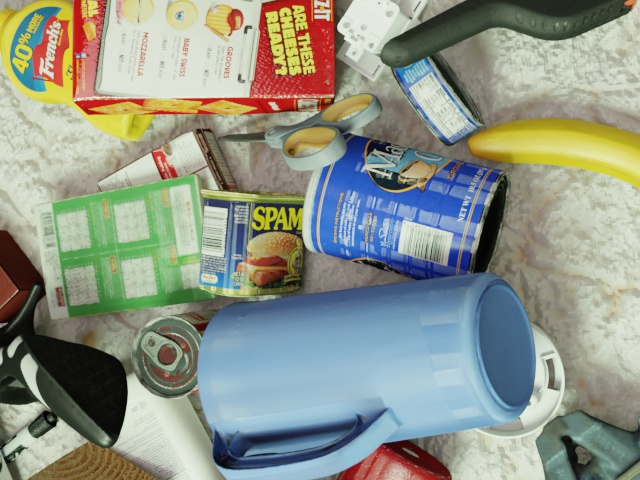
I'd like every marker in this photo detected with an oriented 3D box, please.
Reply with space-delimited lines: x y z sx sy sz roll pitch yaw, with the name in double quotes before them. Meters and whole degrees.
"marker" -0.296 0.200 1.018 0.121 0.020 0.020 -38 78 15

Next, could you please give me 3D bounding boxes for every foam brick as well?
"foam brick" -0.307 0.034 1.006 0.053 0.051 0.078 -42 77 15

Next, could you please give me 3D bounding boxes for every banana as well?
"banana" 0.215 -0.061 0.827 0.198 0.069 0.037 23 141 22

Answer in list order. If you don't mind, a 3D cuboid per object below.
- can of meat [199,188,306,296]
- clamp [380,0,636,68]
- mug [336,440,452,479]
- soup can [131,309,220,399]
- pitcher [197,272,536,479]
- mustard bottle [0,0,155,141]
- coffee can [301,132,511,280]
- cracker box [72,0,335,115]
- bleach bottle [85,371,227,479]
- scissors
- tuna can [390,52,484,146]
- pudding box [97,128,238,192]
"can of meat" -0.056 0.001 0.895 0.058 0.101 0.084 8 95 35
"clamp" 0.142 -0.189 0.829 0.210 0.036 0.164 8 59 4
"mug" 0.058 0.208 0.853 0.093 0.117 0.081 27 94 -24
"soup can" -0.107 0.095 0.911 0.069 0.102 0.068 0 90 18
"pitcher" 0.031 0.103 0.809 0.243 0.144 0.149 -13 77 35
"mustard bottle" -0.233 -0.169 0.979 0.192 0.058 0.096 25 96 18
"coffee can" 0.069 -0.023 0.852 0.140 0.102 0.103 16 95 18
"cracker box" -0.096 -0.190 0.892 0.213 0.072 0.164 -1 86 -1
"bleach bottle" -0.121 0.238 0.938 0.103 0.068 0.251 -31 83 19
"scissors" -0.017 -0.095 0.876 0.096 0.202 0.016 -36 114 -10
"tuna can" 0.093 -0.118 0.854 0.034 0.086 0.086 -35 79 17
"pudding box" -0.132 -0.037 0.954 0.114 0.039 0.090 -27 84 19
